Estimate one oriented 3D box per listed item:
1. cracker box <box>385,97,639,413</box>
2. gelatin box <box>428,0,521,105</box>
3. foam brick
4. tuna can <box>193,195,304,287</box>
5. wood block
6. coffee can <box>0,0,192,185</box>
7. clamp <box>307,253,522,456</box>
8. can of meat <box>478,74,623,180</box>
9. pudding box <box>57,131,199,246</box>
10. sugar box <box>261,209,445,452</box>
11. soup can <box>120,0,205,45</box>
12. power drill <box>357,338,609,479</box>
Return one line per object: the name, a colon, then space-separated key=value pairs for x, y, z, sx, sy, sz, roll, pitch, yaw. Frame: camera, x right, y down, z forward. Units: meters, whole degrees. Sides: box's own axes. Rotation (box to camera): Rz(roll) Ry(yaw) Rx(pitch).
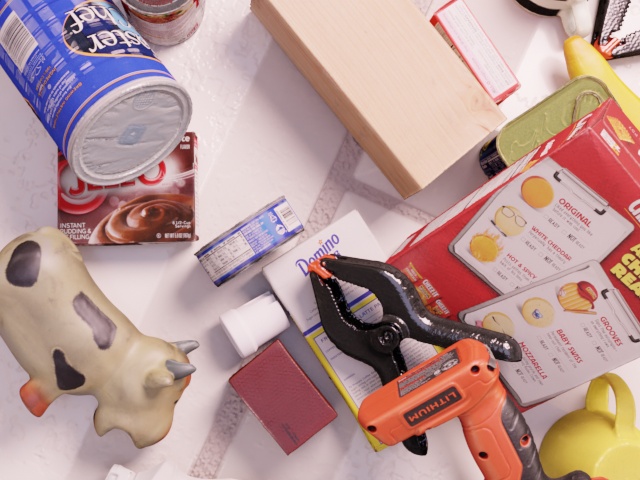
cracker box: x=0.177 y=0.020 z=0.799 sx=0.164 sy=0.072 sz=0.214 roll=49 pitch=130 yaw=-5
gelatin box: x=0.121 y=-0.147 z=0.870 sx=0.030 sy=0.073 sz=0.089 roll=-35 pitch=89 yaw=-5
foam brick: x=-0.031 y=0.124 z=0.855 sx=0.053 sy=0.051 sz=0.078 roll=-38 pitch=89 yaw=-4
tuna can: x=-0.056 y=0.001 z=0.843 sx=0.086 sy=0.086 sz=0.034 roll=-33 pitch=91 yaw=-5
wood block: x=0.042 y=-0.143 z=0.857 sx=0.091 sy=0.090 sz=0.206 roll=-39 pitch=90 yaw=-5
coffee can: x=-0.177 y=-0.126 z=0.811 sx=0.103 sy=0.103 sz=0.140 roll=-37 pitch=66 yaw=-5
clamp: x=0.066 y=0.067 z=0.813 sx=0.120 sy=0.039 sz=0.171 roll=-39 pitch=89 yaw=12
can of meat: x=0.183 y=-0.082 z=0.865 sx=0.102 sy=0.084 sz=0.057 roll=-34 pitch=89 yaw=-5
pudding box: x=-0.155 y=-0.041 z=0.862 sx=0.113 sy=0.039 sz=0.090 roll=-1 pitch=87 yaw=-4
sugar box: x=0.036 y=0.073 z=0.866 sx=0.093 sy=0.048 sz=0.176 roll=-32 pitch=85 yaw=-5
soup can: x=-0.126 y=-0.198 z=0.842 sx=0.068 sy=0.102 sz=0.068 roll=0 pitch=87 yaw=-4
power drill: x=0.107 y=0.181 z=0.776 sx=0.184 sy=0.057 sz=0.187 roll=-33 pitch=101 yaw=5
